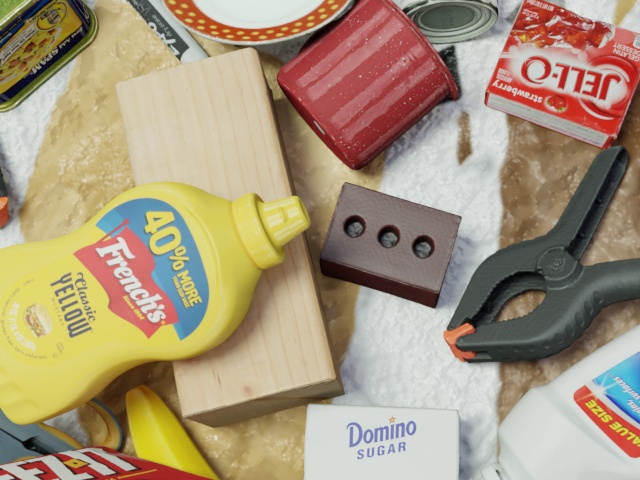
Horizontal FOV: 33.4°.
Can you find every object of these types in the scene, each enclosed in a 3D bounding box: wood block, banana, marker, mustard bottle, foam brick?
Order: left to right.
[{"bbox_3d":[-0.095,0.022,0.576,0.192,0.058,0.096,-24,81,9],"label":"mustard bottle"},{"bbox_3d":[-0.100,-0.141,0.730,0.020,0.020,0.121,-39,76,-5],"label":"marker"},{"bbox_3d":[-0.054,0.156,0.623,0.198,0.037,0.070,28,107,37],"label":"banana"},{"bbox_3d":[-0.054,0.001,0.655,0.090,0.091,0.206,-14,75,1],"label":"wood block"},{"bbox_3d":[0.043,0.003,0.666,0.078,0.051,0.053,16,78,9],"label":"foam brick"}]

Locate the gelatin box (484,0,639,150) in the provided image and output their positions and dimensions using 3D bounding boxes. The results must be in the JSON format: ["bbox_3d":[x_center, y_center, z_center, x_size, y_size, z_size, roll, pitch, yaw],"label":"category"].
[{"bbox_3d":[0.161,-0.109,0.694,0.089,0.030,0.073,22,80,10],"label":"gelatin box"}]

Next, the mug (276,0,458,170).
[{"bbox_3d":[0.021,-0.105,0.682,0.081,0.093,0.117,-41,46,0],"label":"mug"}]

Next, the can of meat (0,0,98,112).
[{"bbox_3d":[-0.207,-0.144,0.707,0.102,0.084,0.057,-42,77,-5],"label":"can of meat"}]

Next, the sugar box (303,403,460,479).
[{"bbox_3d":[0.035,0.187,0.626,0.093,0.048,0.176,2,74,8],"label":"sugar box"}]

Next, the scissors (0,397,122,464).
[{"bbox_3d":[-0.199,0.106,0.604,0.016,0.201,0.096,15,80,46],"label":"scissors"}]

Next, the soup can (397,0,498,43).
[{"bbox_3d":[0.080,-0.190,0.701,0.068,0.068,0.102,-3,77,4],"label":"soup can"}]

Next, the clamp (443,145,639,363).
[{"bbox_3d":[0.157,0.025,0.642,0.171,0.039,0.120,-42,42,-2],"label":"clamp"}]
